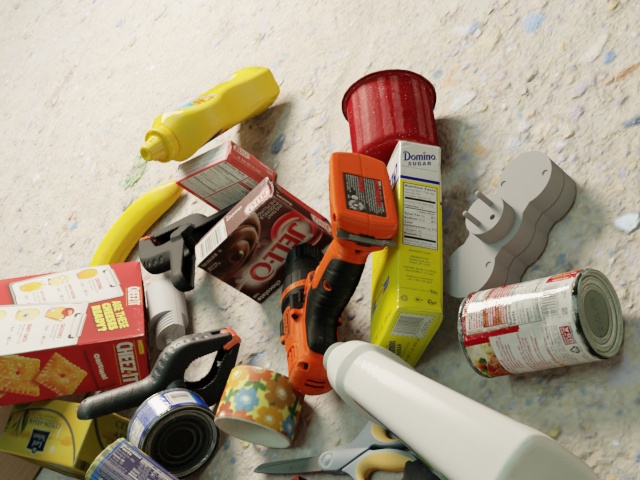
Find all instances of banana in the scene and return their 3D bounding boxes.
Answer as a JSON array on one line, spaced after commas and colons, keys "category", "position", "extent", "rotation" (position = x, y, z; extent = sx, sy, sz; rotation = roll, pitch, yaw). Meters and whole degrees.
[{"category": "banana", "position": [-0.239, 0.003, 1.328], "extent": [0.070, 0.037, 0.198], "rotation": [30, 88, 37]}]

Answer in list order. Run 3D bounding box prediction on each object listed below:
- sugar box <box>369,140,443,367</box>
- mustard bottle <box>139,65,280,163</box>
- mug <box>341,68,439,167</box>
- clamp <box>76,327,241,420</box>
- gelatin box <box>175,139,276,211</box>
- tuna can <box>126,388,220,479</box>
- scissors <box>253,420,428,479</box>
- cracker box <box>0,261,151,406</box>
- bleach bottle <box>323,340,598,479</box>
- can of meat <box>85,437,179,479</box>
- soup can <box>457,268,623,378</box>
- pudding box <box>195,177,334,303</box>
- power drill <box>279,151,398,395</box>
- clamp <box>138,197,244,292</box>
[{"category": "sugar box", "position": [0.073, 0.010, 0.919], "extent": [0.093, 0.048, 0.176], "rotation": [111, 163, -53]}, {"category": "mustard bottle", "position": [-0.135, -0.137, 1.214], "extent": [0.096, 0.058, 0.191], "rotation": [-14, 18, 44]}, {"category": "mug", "position": [0.065, -0.094, 1.016], "extent": [0.117, 0.093, 0.081], "rotation": [117, 154, -51]}, {"category": "clamp", "position": [-0.153, 0.146, 1.051], "extent": [0.171, 0.120, 0.039], "rotation": [-53, 32, -3]}, {"category": "gelatin box", "position": [-0.106, -0.071, 1.197], "extent": [0.089, 0.073, 0.030], "rotation": [-21, 48, 38]}, {"category": "tuna can", "position": [-0.140, 0.187, 1.025], "extent": [0.086, 0.086, 0.034], "rotation": [-55, 37, 1]}, {"category": "scissors", "position": [0.022, 0.172, 0.911], "extent": [0.202, 0.016, 0.096], "rotation": [3, 64, 50]}, {"category": "cracker box", "position": [-0.296, 0.103, 1.164], "extent": [0.213, 0.072, 0.164], "rotation": [-8, 29, -7]}, {"category": "bleach bottle", "position": [0.084, 0.135, 0.798], "extent": [0.068, 0.102, 0.251], "rotation": [-55, 34, -6]}, {"category": "can of meat", "position": [-0.172, 0.240, 0.984], "extent": [0.057, 0.084, 0.102], "rotation": [-45, -16, -43]}, {"category": "soup can", "position": [0.162, 0.062, 0.790], "extent": [0.102, 0.068, 0.068], "rotation": [-16, 51, 41]}, {"category": "pudding box", "position": [-0.057, 0.001, 1.071], "extent": [0.114, 0.090, 0.039], "rotation": [-40, 37, 21]}, {"category": "power drill", "position": [0.010, 0.017, 0.952], "extent": [0.184, 0.057, 0.188], "rotation": [-98, 21, -50]}, {"category": "clamp", "position": [-0.137, -0.005, 1.194], "extent": [0.164, 0.036, 0.210], "rotation": [-42, 20, -23]}]
